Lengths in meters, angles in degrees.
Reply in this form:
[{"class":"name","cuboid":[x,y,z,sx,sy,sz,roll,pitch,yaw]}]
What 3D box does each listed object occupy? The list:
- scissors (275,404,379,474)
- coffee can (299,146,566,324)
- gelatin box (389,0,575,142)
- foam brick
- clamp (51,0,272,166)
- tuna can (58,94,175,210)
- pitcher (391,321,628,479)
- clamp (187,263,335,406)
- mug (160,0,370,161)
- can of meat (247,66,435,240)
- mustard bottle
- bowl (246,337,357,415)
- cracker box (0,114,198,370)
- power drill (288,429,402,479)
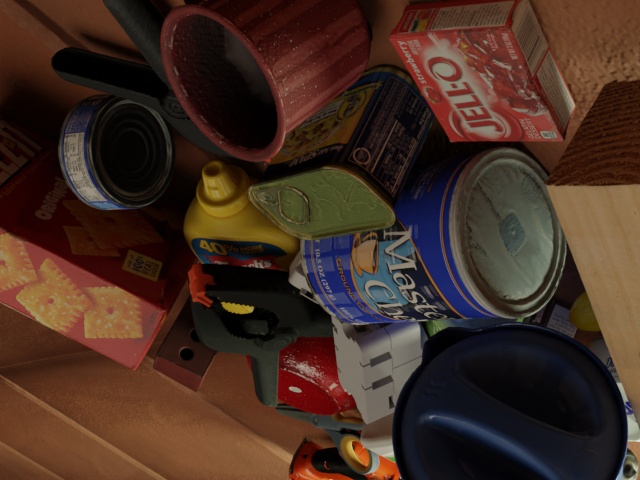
[{"class":"scissors","cuboid":[0.008,0.212,1.162,0.016,0.096,0.202,-12,170,-31]},{"class":"coffee can","cuboid":[0.070,0.001,0.685,0.141,0.102,0.102,-8,138,49]},{"class":"gelatin box","cuboid":[0.090,-0.091,0.583,0.073,0.030,0.089,4,146,37]},{"class":"foam brick","cuboid":[-0.126,0.101,1.069,0.053,0.078,0.051,27,155,-1]},{"class":"clamp","cuboid":[-0.101,-0.102,0.723,0.171,0.039,0.120,39,152,-24]},{"class":"tuna can","cuboid":[-0.146,-0.065,0.778,0.034,0.086,0.086,0,144,39]},{"class":"pitcher","cuboid":[0.139,0.171,0.692,0.145,0.149,0.242,5,151,21]},{"class":"clamp","cuboid":[-0.025,0.064,0.849,0.165,0.036,0.209,-27,144,16]},{"class":"mug","cuboid":[-0.033,-0.113,0.582,0.117,0.081,0.093,56,149,-9]},{"class":"can of meat","cuboid":[0.015,-0.053,0.658,0.057,0.084,0.102,41,150,-28]},{"class":"mustard bottle","cuboid":[-0.056,0.001,0.847,0.096,0.058,0.191,5,147,19]},{"class":"bowl","cuboid":[-0.013,0.123,1.033,0.162,0.055,0.162,21,152,11]},{"class":"cracker box","cuboid":[-0.208,-0.007,0.856,0.213,0.164,0.072,29,114,-5]},{"class":"power drill","cuboid":[0.062,0.281,1.250,0.184,0.057,0.188,40,148,-17]}]
